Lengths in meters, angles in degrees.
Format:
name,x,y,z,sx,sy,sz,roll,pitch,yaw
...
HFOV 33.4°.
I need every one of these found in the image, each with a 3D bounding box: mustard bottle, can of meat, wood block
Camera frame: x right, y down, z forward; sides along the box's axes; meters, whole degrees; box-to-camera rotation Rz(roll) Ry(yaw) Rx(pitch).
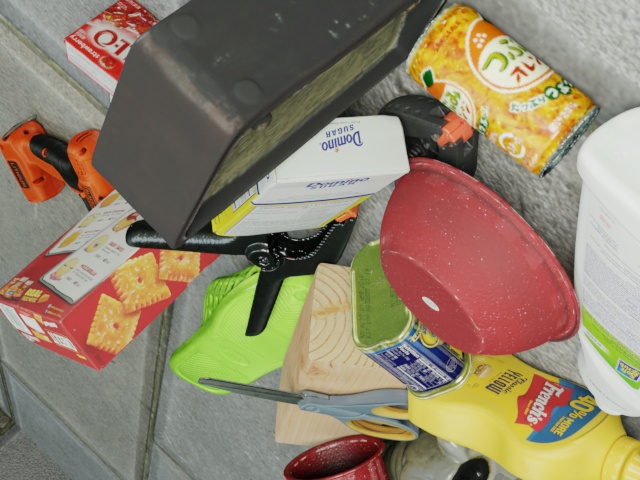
name,x,y,z,sx,sy,sz,roll,pitch,yaw
mustard bottle,0.166,0.139,0.804,0.192,0.096,0.058,23,127,38
can of meat,0.066,0.056,0.806,0.058,0.102,0.083,-25,136,27
wood block,0.020,0.111,0.951,0.090,0.090,0.206,9,150,-6

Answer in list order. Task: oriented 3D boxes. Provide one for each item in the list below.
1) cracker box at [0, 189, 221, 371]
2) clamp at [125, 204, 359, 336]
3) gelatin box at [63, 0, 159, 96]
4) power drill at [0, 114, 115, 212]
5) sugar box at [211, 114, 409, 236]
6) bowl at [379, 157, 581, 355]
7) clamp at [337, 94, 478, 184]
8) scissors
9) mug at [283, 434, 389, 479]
name,x,y,z,sx,sy,sz,roll,pitch,yaw
cracker box,-0.188,0.019,1.026,0.164,0.213,0.072,8,136,52
clamp,-0.056,0.001,0.908,0.164,0.036,0.210,35,134,-25
gelatin box,-0.158,-0.157,0.898,0.089,0.073,0.030,39,153,16
power drill,-0.276,-0.059,1.223,0.188,0.057,0.184,19,139,38
sugar box,-0.014,-0.043,0.748,0.176,0.093,0.048,144,118,-67
bowl,0.091,0.024,0.706,0.162,0.055,0.162,43,164,16
clamp,0.067,-0.050,0.758,0.120,0.039,0.172,47,161,-15
scissors,0.009,0.129,0.875,0.201,0.016,0.096,22,144,-28
mug,0.026,0.225,0.951,0.093,0.117,0.081,-15,98,15
